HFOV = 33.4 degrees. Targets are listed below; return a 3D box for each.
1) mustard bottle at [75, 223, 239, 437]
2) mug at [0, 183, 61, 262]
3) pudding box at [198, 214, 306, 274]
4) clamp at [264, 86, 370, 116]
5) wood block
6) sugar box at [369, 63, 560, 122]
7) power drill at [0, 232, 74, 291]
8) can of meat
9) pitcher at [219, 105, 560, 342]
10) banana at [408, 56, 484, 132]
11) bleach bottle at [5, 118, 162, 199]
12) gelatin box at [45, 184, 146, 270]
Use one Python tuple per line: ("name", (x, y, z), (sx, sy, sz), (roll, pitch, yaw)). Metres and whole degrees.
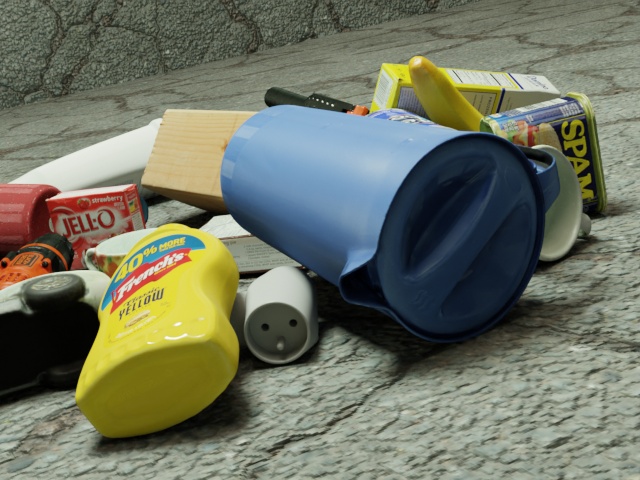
("mustard bottle", (-0.099, 0.041, 0.689), (0.096, 0.058, 0.191), (-28, 26, 12))
("mug", (-0.306, -0.007, 1.062), (0.082, 0.093, 0.117), (1, 49, 21))
("pudding box", (-0.056, 0.001, 0.932), (0.114, 0.039, 0.090), (-8, 14, 17))
("clamp", (0.030, -0.122, 1.148), (0.164, 0.036, 0.210), (25, 0, -15))
("wood block", (-0.087, -0.075, 1.071), (0.090, 0.091, 0.206), (21, -5, -35))
("sugar box", (0.136, -0.118, 1.038), (0.176, 0.093, 0.048), (0, 34, -22))
("power drill", (-0.313, 0.030, 0.913), (0.187, 0.057, 0.184), (-1, 14, -1))
("can of meat", (0.183, -0.064, 0.887), (0.084, 0.102, 0.057), (-14, 15, -6))
("pitcher", (0.038, -0.031, 0.751), (0.149, 0.145, 0.243), (22, 1, -36))
("banana", (0.153, -0.099, 0.978), (0.037, 0.197, 0.070), (-61, 9, -32))
("bleach bottle", (-0.286, -0.063, 1.228), (0.250, 0.068, 0.103), (-21, -21, -30))
("gelatin box", (-0.211, -0.012, 1.017), (0.089, 0.073, 0.030), (-5, 16, 21))
